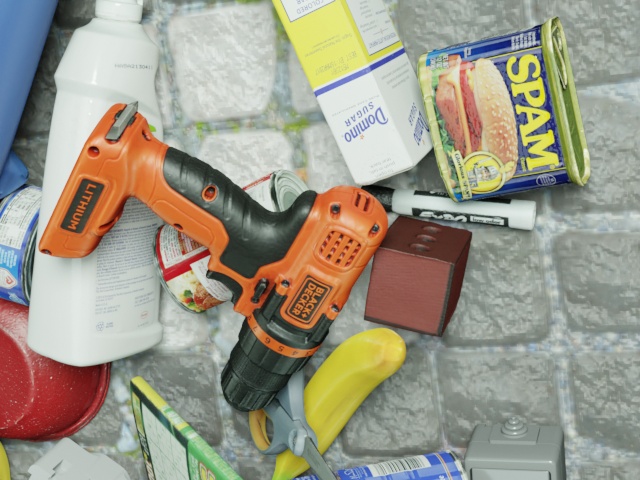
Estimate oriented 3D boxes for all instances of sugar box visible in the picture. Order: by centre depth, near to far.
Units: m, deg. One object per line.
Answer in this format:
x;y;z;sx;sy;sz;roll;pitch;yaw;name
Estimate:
0.015;-0.126;0.654;0.048;0.093;0.176;-19;99;22;sugar box

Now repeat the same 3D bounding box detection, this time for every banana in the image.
0.014;0.109;0.729;0.037;0.069;0.198;18;133;-14;banana

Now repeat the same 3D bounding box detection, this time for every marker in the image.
0.080;-0.023;0.704;0.121;0.020;0.020;7;108;16;marker

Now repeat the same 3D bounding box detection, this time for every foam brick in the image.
0.064;0.022;0.692;0.053;0.078;0.051;12;109;12;foam brick

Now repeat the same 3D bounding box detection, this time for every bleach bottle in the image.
-0.145;-0.045;0.738;0.068;0.102;0.251;15;104;27;bleach bottle

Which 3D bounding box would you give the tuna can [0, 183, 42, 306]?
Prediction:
-0.206;0.004;0.769;0.034;0.086;0.086;15;110;11;tuna can

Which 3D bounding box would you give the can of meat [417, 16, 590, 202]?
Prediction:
0.113;-0.078;0.658;0.084;0.057;0.102;-9;102;23;can of meat

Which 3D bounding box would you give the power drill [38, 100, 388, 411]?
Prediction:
-0.075;0.012;0.667;0.187;0.057;0.185;26;121;-9;power drill

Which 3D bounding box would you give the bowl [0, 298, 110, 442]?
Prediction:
-0.247;0.093;0.826;0.162;0.055;0.162;5;107;17;bowl

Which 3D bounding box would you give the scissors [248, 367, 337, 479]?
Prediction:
-0.012;0.112;0.703;0.016;0.202;0.096;8;86;-20;scissors

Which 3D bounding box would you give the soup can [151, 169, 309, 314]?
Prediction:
-0.055;0.001;0.729;0.102;0.068;0.068;-24;97;22;soup can
